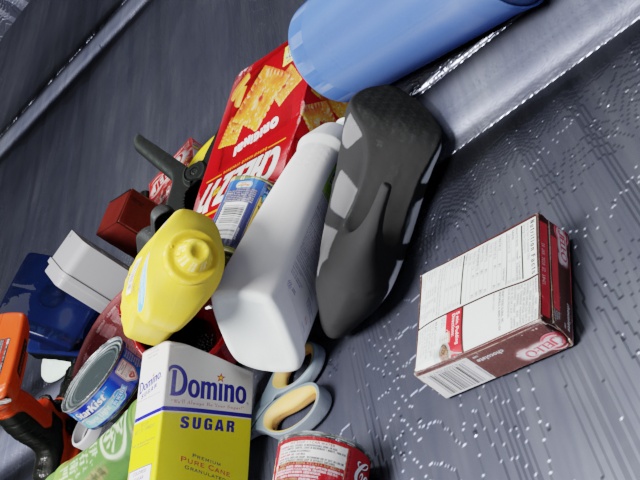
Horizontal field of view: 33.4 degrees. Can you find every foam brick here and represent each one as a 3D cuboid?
[{"bbox_3d":[-0.214,-0.015,1.266,0.051,0.078,0.053,-27,38,45],"label":"foam brick"}]

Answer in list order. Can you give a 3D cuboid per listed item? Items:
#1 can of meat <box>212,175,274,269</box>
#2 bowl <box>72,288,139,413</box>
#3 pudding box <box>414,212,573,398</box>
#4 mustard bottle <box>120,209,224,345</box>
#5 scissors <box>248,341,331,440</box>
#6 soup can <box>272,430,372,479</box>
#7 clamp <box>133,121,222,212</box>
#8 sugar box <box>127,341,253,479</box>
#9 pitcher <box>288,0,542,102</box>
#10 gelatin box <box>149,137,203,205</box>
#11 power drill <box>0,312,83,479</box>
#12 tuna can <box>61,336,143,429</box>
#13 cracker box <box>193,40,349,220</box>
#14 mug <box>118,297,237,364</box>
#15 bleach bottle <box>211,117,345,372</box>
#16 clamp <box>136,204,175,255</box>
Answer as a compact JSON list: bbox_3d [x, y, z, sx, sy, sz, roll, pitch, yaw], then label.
[{"bbox_3d":[-0.056,0.001,0.971,0.058,0.102,0.084,-1,56,39],"label":"can of meat"},{"bbox_3d":[-0.183,0.116,1.093,0.162,0.055,0.162,-31,39,29],"label":"bowl"},{"bbox_3d":[0.116,0.045,0.720,0.114,0.039,0.090,-29,38,38],"label":"pudding box"},{"bbox_3d":[-0.116,0.026,0.847,0.192,0.058,0.096,146,143,-69],"label":"mustard bottle"},{"bbox_3d":[-0.058,0.145,0.916,0.202,0.016,0.096,-26,39,44],"label":"scissors"},{"bbox_3d":[-0.006,0.191,0.730,0.069,0.068,0.102,-27,41,44],"label":"soup can"},{"bbox_3d":[-0.125,-0.078,1.194,0.165,0.036,0.210,-29,53,14],"label":"clamp"},{"bbox_3d":[-0.103,0.175,0.850,0.048,0.093,0.176,-27,49,40],"label":"sugar box"},{"bbox_3d":[0.086,-0.223,0.969,0.243,0.149,0.145,-26,55,49],"label":"pitcher"},{"bbox_3d":[-0.176,-0.073,1.314,0.089,0.030,0.073,-45,30,21],"label":"gelatin box"},{"bbox_3d":[-0.287,0.160,1.099,0.057,0.187,0.184,-14,44,13],"label":"power drill"},{"bbox_3d":[-0.202,0.134,1.001,0.086,0.033,0.086,-41,21,20],"label":"tuna can"},{"bbox_3d":[-0.045,-0.104,1.094,0.164,0.072,0.213,-24,43,47],"label":"cracker box"},{"bbox_3d":[-0.129,0.082,0.977,0.081,0.117,0.093,72,-148,-66],"label":"mug"},{"bbox_3d":[-0.012,-0.012,0.930,0.068,0.102,0.250,5,46,23],"label":"bleach bottle"},{"bbox_3d":[-0.160,0.030,1.145,0.039,0.120,0.172,-19,-2,-18],"label":"clamp"}]
